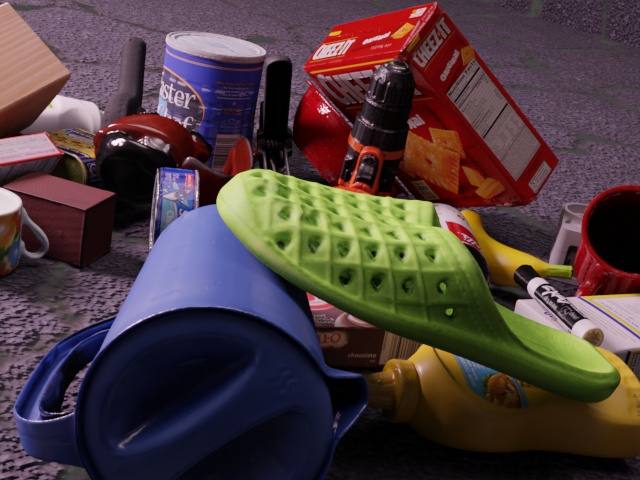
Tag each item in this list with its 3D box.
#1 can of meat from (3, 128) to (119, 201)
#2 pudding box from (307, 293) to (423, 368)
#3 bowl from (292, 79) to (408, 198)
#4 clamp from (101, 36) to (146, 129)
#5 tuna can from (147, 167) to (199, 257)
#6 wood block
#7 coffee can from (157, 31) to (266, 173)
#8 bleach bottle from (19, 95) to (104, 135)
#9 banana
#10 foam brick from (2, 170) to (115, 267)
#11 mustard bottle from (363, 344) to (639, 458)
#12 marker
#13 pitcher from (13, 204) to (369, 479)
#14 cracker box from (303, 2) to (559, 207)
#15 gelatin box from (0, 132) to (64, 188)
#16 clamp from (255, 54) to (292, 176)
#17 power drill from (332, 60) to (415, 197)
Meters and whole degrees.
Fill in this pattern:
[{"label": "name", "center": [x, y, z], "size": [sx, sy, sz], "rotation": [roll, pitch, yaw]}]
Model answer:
[{"label": "can of meat", "center": [-0.229, -0.067, 0.985], "size": [0.102, 0.057, 0.083], "rotation": [21, 21, 25]}, {"label": "pudding box", "center": [0.023, 0.060, 0.804], "size": [0.113, 0.039, 0.090], "rotation": [4, 21, -19]}, {"label": "bowl", "center": [0.020, -0.090, 1.117], "size": [0.162, 0.055, 0.162], "rotation": [48, 4, -5]}, {"label": "clamp", "center": [-0.195, -0.118, 1.110], "size": [0.039, 0.120, 0.171], "rotation": [-6, 44, 13]}, {"label": "tuna can", "center": [-0.120, -0.016, 0.865], "size": [0.033, 0.086, 0.086], "rotation": [5, 21, -11]}, {"label": "wood block", "center": [-0.325, -0.116, 0.914], "size": [0.091, 0.090, 0.205], "rotation": [49, 39, -4]}, {"label": "coffee can", "center": [-0.117, -0.135, 1.103], "size": [0.102, 0.140, 0.103], "rotation": [10, 20, -4]}, {"label": "bleach bottle", "center": [-0.309, -0.114, 1.061], "size": [0.250, 0.068, 0.103], "rotation": [-3, 26, -40]}, {"label": "banana", "center": [0.159, 0.008, 1.016], "size": [0.069, 0.037, 0.198], "rotation": [5, 17, -21]}, {"label": "foam brick", "center": [-0.214, -0.018, 0.869], "size": [0.078, 0.051, 0.053], "rotation": [16, 22, 13]}, {"label": "mustard bottle", "center": [0.116, 0.103, 0.713], "size": [0.191, 0.058, 0.096], "rotation": [5, 27, -17]}, {"label": "marker", "center": [0.181, 0.049, 0.827], "size": [0.020, 0.020, 0.121], "rotation": [4, 21, -18]}, {"label": "pitcher", "center": [-0.073, 0.061, 0.642], "size": [0.149, 0.145, 0.243], "rotation": [34, 13, -13]}, {"label": "cracker box", "center": [0.107, -0.123, 1.053], "size": [0.213, 0.072, 0.164], "rotation": [46, -23, -26]}, {"label": "gelatin box", "center": [-0.269, -0.053, 0.896], "size": [0.030, 0.073, 0.089], "rotation": [49, 32, 12]}, {"label": "clamp", "center": [-0.046, -0.089, 1.086], "size": [0.036, 0.164, 0.210], "rotation": [-1, -1, -6]}, {"label": "power drill", "center": [0.036, -0.045, 0.914], "size": [0.057, 0.184, 0.187], "rotation": [16, 30, 6]}]
